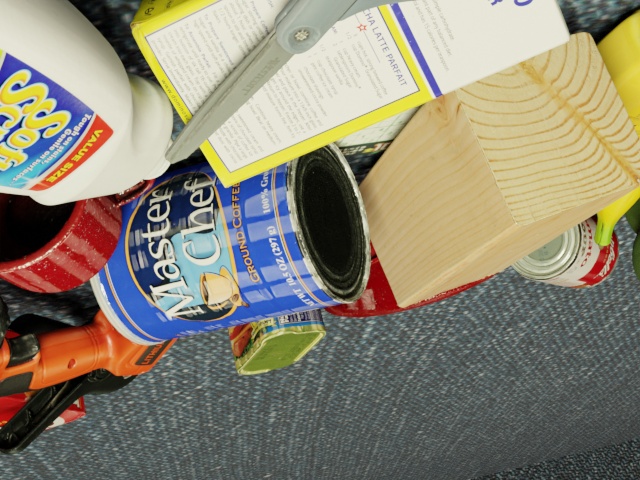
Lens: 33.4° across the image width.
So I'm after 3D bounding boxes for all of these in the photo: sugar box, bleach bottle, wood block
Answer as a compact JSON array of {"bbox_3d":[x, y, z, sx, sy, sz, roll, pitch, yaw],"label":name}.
[{"bbox_3d":[0.013,-0.100,0.484,0.176,0.048,0.093,-22,121,14],"label":"sugar box"},{"bbox_3d":[-0.122,-0.063,0.423,0.103,0.068,0.250,-34,164,13],"label":"bleach bottle"},{"bbox_3d":[0.099,-0.034,0.649,0.090,0.091,0.206,-19,170,-17],"label":"wood block"}]

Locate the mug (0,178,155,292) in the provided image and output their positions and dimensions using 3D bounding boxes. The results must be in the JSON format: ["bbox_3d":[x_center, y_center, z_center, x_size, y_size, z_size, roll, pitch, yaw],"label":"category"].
[{"bbox_3d":[-0.145,-0.023,0.575,0.117,0.093,0.081,-21,164,1],"label":"mug"}]

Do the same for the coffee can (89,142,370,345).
[{"bbox_3d":[-0.054,0.001,0.641,0.140,0.103,0.102,-13,162,24],"label":"coffee can"}]

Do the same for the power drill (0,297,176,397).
[{"bbox_3d":[-0.179,0.064,0.690,0.187,0.057,0.185,-14,160,-39],"label":"power drill"}]

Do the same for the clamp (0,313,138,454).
[{"bbox_3d":[-0.185,0.086,0.842,0.171,0.039,0.120,-32,146,-47],"label":"clamp"}]

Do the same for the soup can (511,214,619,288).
[{"bbox_3d":[0.201,0.003,0.889,0.069,0.068,0.102,-26,161,27],"label":"soup can"}]

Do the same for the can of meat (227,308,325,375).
[{"bbox_3d":[-0.040,0.050,0.833,0.057,0.084,0.102,-5,157,-24],"label":"can of meat"}]

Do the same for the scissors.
[{"bbox_3d":[0.011,-0.092,0.448,0.096,0.016,0.202,5,143,-28],"label":"scissors"}]
